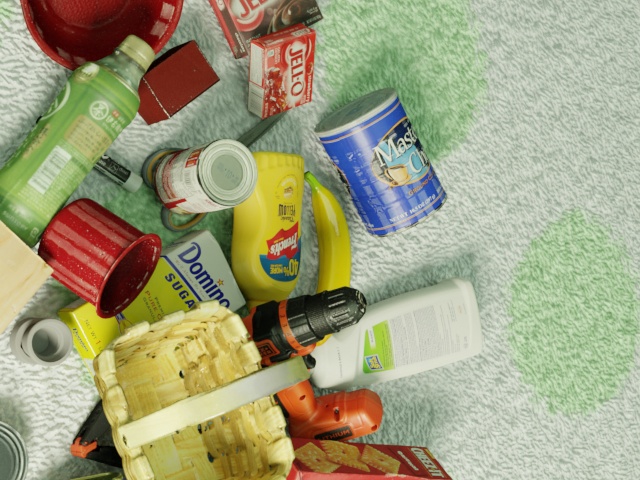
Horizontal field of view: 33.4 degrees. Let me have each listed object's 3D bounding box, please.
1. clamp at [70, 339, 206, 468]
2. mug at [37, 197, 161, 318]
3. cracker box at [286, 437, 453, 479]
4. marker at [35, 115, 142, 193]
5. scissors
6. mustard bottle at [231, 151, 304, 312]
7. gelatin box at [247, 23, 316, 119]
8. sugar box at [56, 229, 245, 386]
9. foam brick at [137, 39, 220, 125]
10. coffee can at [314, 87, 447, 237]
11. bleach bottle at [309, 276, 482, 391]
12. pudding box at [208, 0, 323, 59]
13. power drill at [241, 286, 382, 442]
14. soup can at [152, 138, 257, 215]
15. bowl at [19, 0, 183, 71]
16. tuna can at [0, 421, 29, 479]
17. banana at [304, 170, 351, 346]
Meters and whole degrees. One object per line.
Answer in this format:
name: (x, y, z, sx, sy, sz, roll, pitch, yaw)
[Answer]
clamp: (-0.172, 0.169, 1.077, 0.171, 0.039, 0.120, -10, 82, -38)
mug: (-0.204, 0.011, 1.009, 0.093, 0.081, 0.117, -63, 164, 20)
cracker box: (0.019, 0.300, 1.143, 0.213, 0.072, 0.164, 12, 111, -34)
marker: (-0.230, -0.086, 1.059, 0.121, 0.020, 0.020, 35, 68, -28)
scissors: (-0.117, -0.099, 1.141, 0.096, 0.016, 0.201, 44, 64, -25)
mustard bottle: (-0.057, 0.001, 1.146, 0.096, 0.058, 0.191, -1, 94, -60)
gelatin box: (-0.042, -0.185, 1.164, 0.073, 0.030, 0.089, -25, 136, -35)
sugar box: (-0.166, 0.068, 1.080, 0.176, 0.048, 0.093, -34, 107, -30)
foam brick: (-0.154, -0.162, 1.096, 0.078, 0.053, 0.051, -42, 111, -29)
coffee can: (0.070, -0.089, 1.220, 0.102, 0.103, 0.140, -39, 110, -30)
bleach bottle: (0.071, 0.111, 1.237, 0.250, 0.068, 0.102, -9, 87, -32)
pudding box: (-0.063, -0.262, 1.173, 0.113, 0.039, 0.090, -33, 107, -31)
power drill: (-0.007, 0.133, 1.113, 0.187, 0.185, 0.057, 57, 26, -33)
soup can: (-0.116, -0.063, 1.067, 0.068, 0.102, 0.068, 3, 85, -33)
bowl: (-0.216, -0.244, 1.034, 0.161, 0.055, 0.162, -13, 119, -24)
tuna can: (-0.314, 0.205, 0.976, 0.085, 0.034, 0.086, 2, 87, -35)
banana: (0.006, 0.024, 1.195, 0.069, 0.037, 0.198, 10, 69, -40)
